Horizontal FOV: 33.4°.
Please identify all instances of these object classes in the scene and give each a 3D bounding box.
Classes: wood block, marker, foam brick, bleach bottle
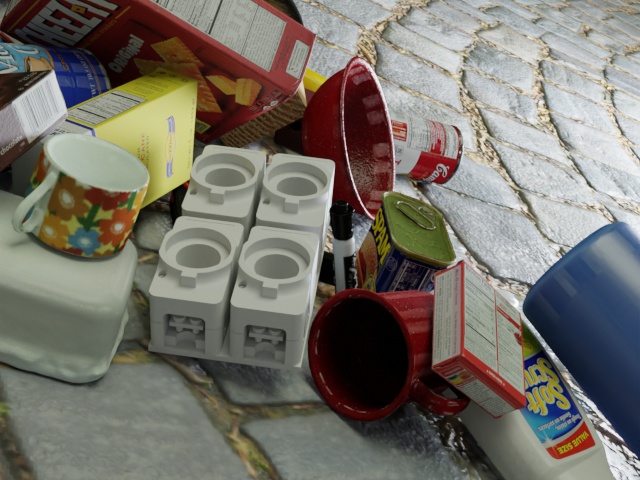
[{"bbox_3d":[-0.078,-0.189,1.110,0.090,0.091,0.206,58,12,-29],"label":"wood block"},{"bbox_3d":[0.019,0.024,0.811,0.020,0.121,0.020,-3,30,2],"label":"marker"},{"bbox_3d":[-0.004,-0.121,1.127,0.078,0.053,0.051,22,27,-6],"label":"foam brick"},{"bbox_3d":[0.160,0.138,0.790,0.102,0.068,0.251,6,35,-33],"label":"bleach bottle"}]

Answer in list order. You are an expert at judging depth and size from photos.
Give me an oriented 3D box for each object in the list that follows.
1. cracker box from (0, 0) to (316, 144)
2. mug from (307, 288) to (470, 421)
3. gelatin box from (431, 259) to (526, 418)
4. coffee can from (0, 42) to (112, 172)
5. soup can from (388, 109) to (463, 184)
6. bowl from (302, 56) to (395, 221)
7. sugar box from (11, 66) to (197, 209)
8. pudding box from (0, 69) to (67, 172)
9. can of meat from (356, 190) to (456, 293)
[{"bbox_3d":[-0.138,-0.172,0.892,0.213,0.164,0.072,27,66,-27],"label":"cracker box"},{"bbox_3d":[0.060,0.084,0.767,0.117,0.093,0.081,35,23,32],"label":"mug"},{"bbox_3d":[0.111,0.069,0.752,0.073,0.030,0.089,39,38,-30],"label":"gelatin box"},{"bbox_3d":[-0.248,-0.103,0.828,0.140,0.103,0.103,-5,40,-46],"label":"coffee can"},{"bbox_3d":[0.096,-0.104,1.165,0.102,0.069,0.068,11,30,-26],"label":"soup can"},{"bbox_3d":[0.024,-0.095,1.038,0.055,0.162,0.162,-6,19,20],"label":"bowl"},{"bbox_3d":[-0.159,-0.062,0.812,0.048,0.093,0.176,18,32,19],"label":"sugar box"},{"bbox_3d":[-0.232,-0.069,0.689,0.090,0.039,0.113,2,33,28],"label":"pudding box"},{"bbox_3d":[0.065,0.021,0.893,0.057,0.084,0.102,18,27,-14],"label":"can of meat"}]
